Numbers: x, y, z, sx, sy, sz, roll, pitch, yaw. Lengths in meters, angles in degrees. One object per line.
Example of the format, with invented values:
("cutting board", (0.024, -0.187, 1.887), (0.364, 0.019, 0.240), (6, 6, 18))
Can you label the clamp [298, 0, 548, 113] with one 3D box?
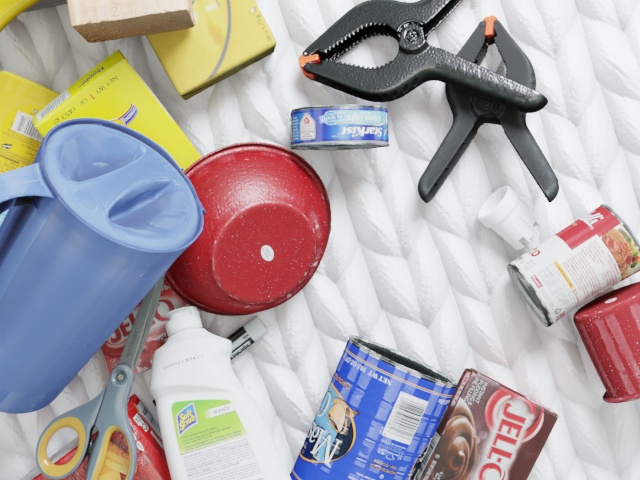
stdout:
("clamp", (0.088, -0.162, 0.919), (0.210, 0.036, 0.164), (-17, 73, 6))

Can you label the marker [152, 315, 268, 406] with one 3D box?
("marker", (-0.100, 0.111, 0.955), (0.121, 0.020, 0.020), (-38, 95, 0))

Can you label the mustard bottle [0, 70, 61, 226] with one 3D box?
("mustard bottle", (-0.266, -0.041, 0.916), (0.096, 0.058, 0.191), (23, 92, -9))

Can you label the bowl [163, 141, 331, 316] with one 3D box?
("bowl", (-0.056, 0.001, 0.901), (0.162, 0.055, 0.162), (-9, 115, -20))

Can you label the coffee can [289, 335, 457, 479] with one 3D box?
("coffee can", (0.044, 0.167, 0.925), (0.102, 0.103, 0.140), (23, 92, -5))

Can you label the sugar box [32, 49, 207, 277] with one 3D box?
("sugar box", (-0.150, -0.061, 0.898), (0.093, 0.048, 0.176), (-38, 115, 0))

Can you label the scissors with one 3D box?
("scissors", (-0.185, 0.120, 0.891), (0.096, 0.016, 0.202), (3, 83, 10))

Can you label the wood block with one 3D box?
("wood block", (-0.159, -0.266, 0.824), (0.090, 0.091, 0.206), (-9, 92, -3))

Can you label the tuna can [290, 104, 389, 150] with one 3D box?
("tuna can", (0.016, -0.096, 0.915), (0.086, 0.086, 0.034), (-1, 92, -3))

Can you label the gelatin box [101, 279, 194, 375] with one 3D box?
("gelatin box", (-0.153, 0.076, 0.944), (0.089, 0.030, 0.073), (-16, 94, -2))

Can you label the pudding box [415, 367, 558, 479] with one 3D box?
("pudding box", (0.148, 0.184, 0.964), (0.090, 0.039, 0.113), (27, 92, -5))

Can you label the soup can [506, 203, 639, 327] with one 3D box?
("soup can", (0.225, 0.023, 0.944), (0.102, 0.068, 0.068), (-32, 95, 0))

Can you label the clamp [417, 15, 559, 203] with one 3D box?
("clamp", (0.138, -0.109, 0.935), (0.120, 0.039, 0.171), (-7, 76, 8))

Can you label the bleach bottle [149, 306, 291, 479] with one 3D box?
("bleach bottle", (-0.076, 0.175, 0.887), (0.102, 0.068, 0.251), (-16, 76, -5))

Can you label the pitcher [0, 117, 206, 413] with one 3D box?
("pitcher", (-0.214, 0.029, 0.841), (0.149, 0.145, 0.243), (34, 122, -10))
